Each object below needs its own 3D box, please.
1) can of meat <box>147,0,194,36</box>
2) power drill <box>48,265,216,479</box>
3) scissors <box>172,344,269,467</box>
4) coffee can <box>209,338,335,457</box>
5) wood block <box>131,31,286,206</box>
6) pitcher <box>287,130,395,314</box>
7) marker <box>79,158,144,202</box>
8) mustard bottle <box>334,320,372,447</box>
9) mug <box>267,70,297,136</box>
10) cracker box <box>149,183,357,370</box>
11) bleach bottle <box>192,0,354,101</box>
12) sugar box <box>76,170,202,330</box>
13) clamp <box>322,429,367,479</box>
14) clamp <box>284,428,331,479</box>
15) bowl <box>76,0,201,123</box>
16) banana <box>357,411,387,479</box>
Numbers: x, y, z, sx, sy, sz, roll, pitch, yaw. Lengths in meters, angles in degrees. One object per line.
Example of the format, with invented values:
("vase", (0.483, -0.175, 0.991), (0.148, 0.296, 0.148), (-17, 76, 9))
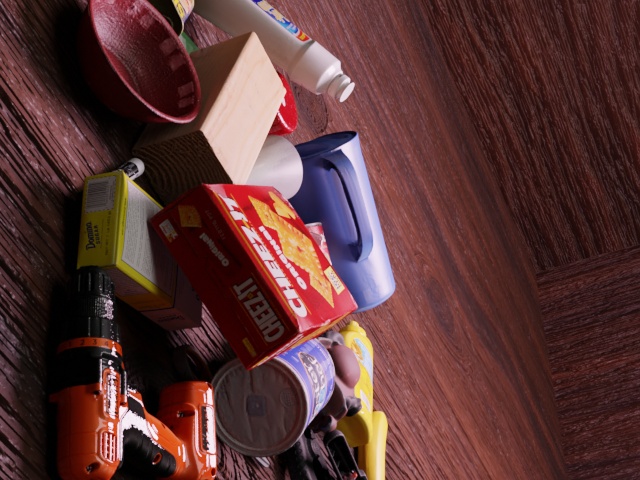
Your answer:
("can of meat", (-0.188, -0.282, 1.206), (0.084, 0.057, 0.102), (-80, 149, -60))
("power drill", (-0.159, 0.131, 0.912), (0.187, 0.057, 0.184), (42, 39, -54))
("scissors", (-0.102, 0.194, 1.090), (0.096, 0.016, 0.201), (-79, 147, -56))
("coffee can", (-0.048, 0.153, 1.094), (0.140, 0.103, 0.103), (-25, 98, -77))
("wood block", (-0.118, -0.132, 1.176), (0.090, 0.091, 0.206), (60, 29, -30))
("pitcher", (0.025, -0.022, 1.485), (0.149, 0.145, 0.243), (-48, 122, -62))
("marker", (-0.199, -0.056, 1.022), (0.121, 0.020, 0.020), (-56, 127, -68))
("mustard bottle", (0.040, 0.182, 1.464), (0.191, 0.058, 0.096), (-84, 150, -50))
("mug", (-0.078, -0.168, 1.339), (0.117, 0.082, 0.093), (-67, 139, -61))
("cracker box", (-0.056, 0.026, 1.037), (0.164, 0.072, 0.213), (56, 14, 7))
("bleach bottle", (-0.061, -0.255, 1.325), (0.251, 0.068, 0.102), (38, 16, 12))
("sugar box", (-0.163, 0.015, 0.996), (0.176, 0.048, 0.093), (54, 32, -61))
("clamp", (0.037, 0.287, 1.278), (0.210, 0.036, 0.164), (-174, -121, -83))
("clamp", (-0.019, 0.242, 1.261), (0.120, 0.039, 0.171), (-5, 76, -67))
("bowl", (-0.191, -0.176, 1.066), (0.162, 0.055, 0.162), (45, 28, -32))
("banana", (0.077, 0.301, 1.501), (0.197, 0.037, 0.069), (-77, 144, -58))
